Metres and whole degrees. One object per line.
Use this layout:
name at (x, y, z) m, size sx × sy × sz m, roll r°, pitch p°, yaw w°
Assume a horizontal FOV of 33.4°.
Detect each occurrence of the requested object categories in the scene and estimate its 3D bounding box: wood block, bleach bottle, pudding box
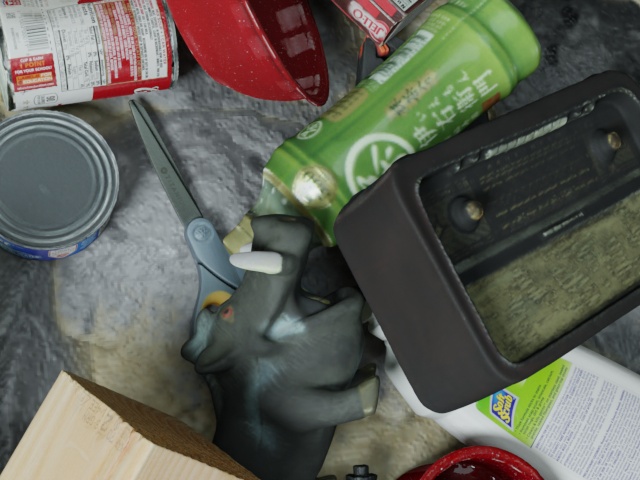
wood block at (-0.124, 0.181, 0.512) m, size 0.090 × 0.090 × 0.206 m, roll 34°, pitch 84°, yaw -44°
bleach bottle at (0.137, 0.096, 0.652) m, size 0.250 × 0.068 × 0.102 m, roll 33°, pitch 71°, yaw -11°
pudding box at (0.042, -0.192, 0.714) m, size 0.090 × 0.039 × 0.113 m, roll 45°, pitch 50°, yaw -1°

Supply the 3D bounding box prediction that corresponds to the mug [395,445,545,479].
mug at (0.092, 0.170, 0.624) m, size 0.117 × 0.082 × 0.093 m, roll 5°, pitch 74°, yaw -14°

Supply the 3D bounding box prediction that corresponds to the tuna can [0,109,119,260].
tuna can at (-0.164, -0.032, 0.634) m, size 0.086 × 0.034 × 0.086 m, roll 4°, pitch 74°, yaw -15°

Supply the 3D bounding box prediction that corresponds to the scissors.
scissors at (-0.054, 0.001, 0.665) m, size 0.096 × 0.016 × 0.202 m, roll -9°, pitch 78°, yaw -19°

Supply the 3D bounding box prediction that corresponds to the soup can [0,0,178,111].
soup can at (-0.143, -0.118, 0.644) m, size 0.102 × 0.069 × 0.068 m, roll -11°, pitch 79°, yaw -18°

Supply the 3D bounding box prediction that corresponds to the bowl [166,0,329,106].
bowl at (-0.052, -0.148, 0.654) m, size 0.055 × 0.162 × 0.162 m, roll -22°, pitch 80°, yaw 16°
